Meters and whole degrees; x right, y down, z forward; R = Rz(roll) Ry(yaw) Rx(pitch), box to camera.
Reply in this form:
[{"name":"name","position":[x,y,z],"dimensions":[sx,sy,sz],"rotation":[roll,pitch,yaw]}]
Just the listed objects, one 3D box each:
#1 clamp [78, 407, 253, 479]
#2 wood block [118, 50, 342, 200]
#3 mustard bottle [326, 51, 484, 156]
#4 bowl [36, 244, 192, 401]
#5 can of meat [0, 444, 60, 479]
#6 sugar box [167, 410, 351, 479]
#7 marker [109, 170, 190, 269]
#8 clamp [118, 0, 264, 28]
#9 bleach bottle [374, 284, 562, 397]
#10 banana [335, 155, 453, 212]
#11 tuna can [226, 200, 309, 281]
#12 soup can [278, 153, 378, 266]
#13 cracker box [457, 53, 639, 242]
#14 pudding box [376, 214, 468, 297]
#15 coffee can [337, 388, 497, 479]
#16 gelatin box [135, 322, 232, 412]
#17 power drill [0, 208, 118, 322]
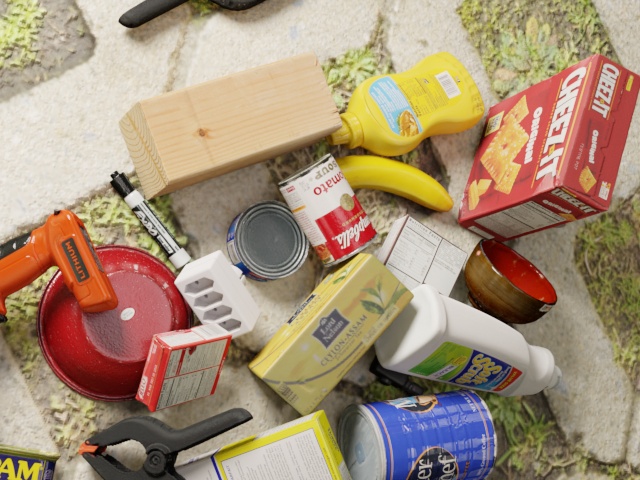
[{"name":"clamp","position":[-0.146,0.203,1.030],"dimensions":[0.171,0.039,0.120],"rotation":[16,77,12]},{"name":"wood block","position":[-0.094,-0.123,1.131],"dimensions":[0.205,0.090,0.091],"rotation":[-20,90,-25]},{"name":"mustard bottle","position":[0.090,-0.148,1.229],"dimensions":[0.191,0.058,0.096],"rotation":[-23,76,-25]},{"name":"bowl","position":[-0.199,0.079,1.068],"dimensions":[0.161,0.055,0.162],"rotation":[5,78,-22]},{"name":"can of meat","position":[-0.302,0.233,0.995],"dimensions":[0.102,0.058,0.084],"rotation":[13,78,-20]},{"name":"sugar box","position":[-0.063,0.241,1.053],"dimensions":[0.176,0.048,0.093],"rotation":[-21,90,13]},{"name":"marker","position":[-0.179,-0.023,1.114],"dimensions":[0.020,0.020,0.121],"rotation":[-40,97,-24]},{"name":"clamp","position":[-0.129,-0.294,1.176],"dimensions":[0.209,0.036,0.164],"rotation":[10,76,-22]},{"name":"bleach bottle","position":[0.181,0.123,1.180],"dimensions":[0.250,0.103,0.068],"rotation":[19,44,-35]},{"name":"banana","position":[0.060,-0.063,1.215],"dimensions":[0.197,0.037,0.069],"rotation":[-4,92,-21]},{"name":"tuna can","position":[-0.058,0.001,1.153],"dimensions":[0.086,0.034,0.086],"rotation":[4,78,-22]},{"name":"soup can","position":[0.008,-0.032,1.136],"dimensions":[0.068,0.069,0.102],"rotation":[-34,98,-25]},{"name":"cracker box","position":[0.251,-0.098,1.203],"dimensions":[0.072,0.214,0.164],"rotation":[24,72,-17]},{"name":"pudding box","position":[0.106,0.040,1.214],"dimensions":[0.090,0.039,0.113],"rotation":[32,67,-12]},{"name":"coffee can","position":[0.103,0.218,1.143],"dimensions":[0.140,0.103,0.103],"rotation":[-4,82,-24]},{"name":"gelatin box","position":[-0.136,0.125,1.063],"dimensions":[0.089,0.030,0.073],"rotation":[-8,123,-50]},{"name":"power drill","position":[-0.290,0.066,0.998],"dimensions":[0.187,0.057,0.184],"rotation":[-24,85,-5]}]
